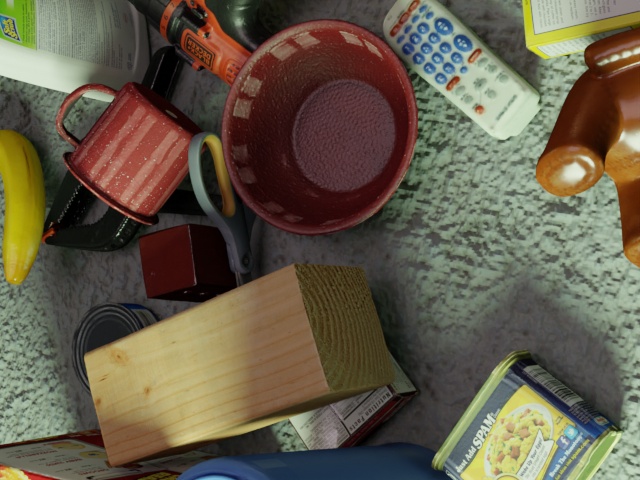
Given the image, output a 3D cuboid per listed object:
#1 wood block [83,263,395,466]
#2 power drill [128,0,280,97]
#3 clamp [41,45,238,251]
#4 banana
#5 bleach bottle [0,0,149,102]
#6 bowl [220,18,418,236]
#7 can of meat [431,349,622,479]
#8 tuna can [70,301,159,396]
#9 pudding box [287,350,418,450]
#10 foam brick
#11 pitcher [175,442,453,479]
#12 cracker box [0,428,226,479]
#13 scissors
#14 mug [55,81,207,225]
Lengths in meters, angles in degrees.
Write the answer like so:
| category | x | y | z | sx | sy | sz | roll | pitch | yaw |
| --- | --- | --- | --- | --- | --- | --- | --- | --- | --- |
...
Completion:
| category | x | y | z | sx | sy | sz | roll | pitch | yaw |
| --- | --- | --- | --- | --- | --- | --- | --- | --- | --- |
| wood block | -0.062 | 0.093 | 0.778 | 0.206 | 0.090 | 0.090 | -24 | 75 | 30 |
| power drill | -0.086 | -0.223 | 0.837 | 0.184 | 0.057 | 0.188 | 38 | 141 | 18 |
| clamp | -0.170 | -0.061 | 0.937 | 0.210 | 0.036 | 0.164 | -26 | 73 | 27 |
| banana | -0.283 | -0.046 | 0.989 | 0.070 | 0.037 | 0.198 | -52 | 44 | 24 |
| bleach bottle | -0.245 | -0.182 | 0.868 | 0.068 | 0.250 | 0.102 | -15 | 78 | 30 |
| bowl | 0.007 | -0.083 | 0.811 | 0.162 | 0.055 | 0.162 | -1 | 88 | 26 |
| can of meat | 0.139 | 0.139 | 0.716 | 0.084 | 0.057 | 0.102 | 39 | 106 | 26 |
| tuna can | -0.175 | 0.097 | 0.929 | 0.086 | 0.033 | 0.086 | -3 | 85 | 32 |
| pudding box | 0.007 | 0.101 | 0.812 | 0.090 | 0.039 | 0.113 | -46 | 66 | 22 |
| foam brick | -0.100 | 0.019 | 0.863 | 0.053 | 0.078 | 0.051 | -14 | 77 | 30 |
| pitcher | -0.007 | 0.198 | 0.692 | 0.145 | 0.242 | 0.149 | 41 | 101 | 31 |
| cracker box | -0.159 | 0.204 | 0.834 | 0.214 | 0.163 | 0.072 | 4 | 90 | 33 |
| scissors | -0.056 | 0.001 | 0.863 | 0.016 | 0.096 | 0.202 | -2 | 116 | 35 |
| mug | -0.153 | -0.079 | 0.850 | 0.117 | 0.093 | 0.081 | 36 | 99 | -15 |
